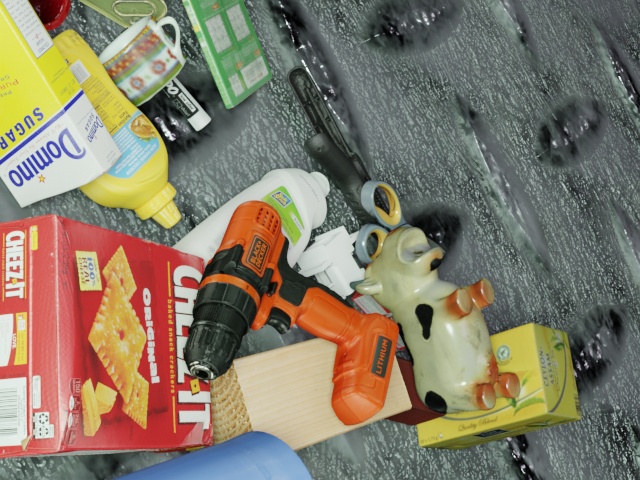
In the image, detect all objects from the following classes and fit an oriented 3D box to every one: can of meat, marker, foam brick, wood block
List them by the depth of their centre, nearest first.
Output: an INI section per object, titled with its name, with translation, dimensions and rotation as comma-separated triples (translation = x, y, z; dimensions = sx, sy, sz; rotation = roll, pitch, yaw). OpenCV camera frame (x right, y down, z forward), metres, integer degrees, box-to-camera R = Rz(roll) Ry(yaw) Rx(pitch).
[wood block]
translation = -0.023, 0.144, 0.983
dimensions = 0.205, 0.090, 0.091
rotation = -9, 78, -48
[can of meat]
translation = -0.195, -0.266, 1.034
dimensions = 0.102, 0.058, 0.084
rotation = 27, 50, -35
[marker]
translation = -0.153, -0.160, 1.052
dimensions = 0.121, 0.020, 0.020
rotation = 50, 43, -15
[foam brick]
translation = 0.087, 0.158, 1.116
dimensions = 0.078, 0.053, 0.051
rotation = 21, 57, -39

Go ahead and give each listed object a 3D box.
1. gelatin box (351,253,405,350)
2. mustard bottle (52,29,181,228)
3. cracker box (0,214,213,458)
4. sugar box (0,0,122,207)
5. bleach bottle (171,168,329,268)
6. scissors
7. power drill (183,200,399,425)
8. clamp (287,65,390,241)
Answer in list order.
[gelatin box]
translation = 0.082, 0.065, 1.175
dimensions = 0.089, 0.030, 0.073
rotation = 47, 44, -18
[mustard bottle]
translation = -0.191, -0.088, 0.947
dimensions = 0.191, 0.058, 0.096
rotation = 50, 42, -15
[cracker box]
translation = -0.161, 0.080, 0.815
dimensions = 0.213, 0.072, 0.164
rotation = 21, 63, -65
[sugar box]
translation = -0.244, -0.118, 0.851
dimensions = 0.176, 0.093, 0.048
rotation = 62, 27, -21
[bleach bottle]
translation = -0.057, 0.001, 1.041
dimensions = 0.102, 0.068, 0.250
rotation = 59, 39, -10
[scissors]
translation = 0.087, 0.007, 1.166
dimensions = 0.201, 0.016, 0.096
rotation = 48, 57, -49
[power drill]
translation = -0.022, 0.077, 0.902
dimensions = 0.187, 0.057, 0.184
rotation = 39, 44, -22
[clamp]
translation = 0.027, -0.073, 1.142
dimensions = 0.210, 0.036, 0.164
rotation = 57, 13, -27
